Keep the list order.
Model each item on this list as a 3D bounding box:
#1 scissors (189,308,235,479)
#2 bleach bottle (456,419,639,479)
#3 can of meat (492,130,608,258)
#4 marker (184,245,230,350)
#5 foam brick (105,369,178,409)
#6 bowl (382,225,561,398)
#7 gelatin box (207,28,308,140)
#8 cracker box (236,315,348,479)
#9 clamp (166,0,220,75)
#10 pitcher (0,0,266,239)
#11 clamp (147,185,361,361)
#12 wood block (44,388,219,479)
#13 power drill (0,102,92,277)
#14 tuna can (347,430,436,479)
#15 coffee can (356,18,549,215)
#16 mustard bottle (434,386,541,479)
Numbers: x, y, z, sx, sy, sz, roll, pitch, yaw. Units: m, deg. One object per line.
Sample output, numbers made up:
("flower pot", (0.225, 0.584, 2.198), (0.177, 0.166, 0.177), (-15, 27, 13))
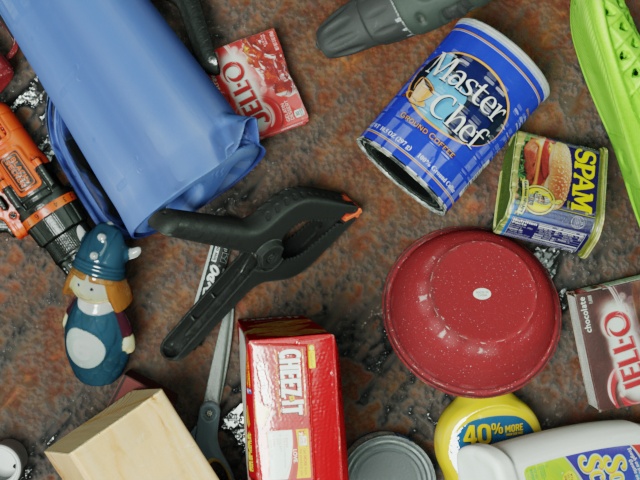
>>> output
("scissors", (-0.118, 0.163, 0.954), (0.096, 0.016, 0.202), (-4, 90, -4))
("bleach bottle", (0.241, 0.196, 0.924), (0.250, 0.068, 0.102), (-12, 94, -27))
("can of meat", (0.203, -0.043, 0.943), (0.084, 0.057, 0.102), (14, 58, -1))
("marker", (-0.099, 0.039, 0.954), (0.020, 0.020, 0.121), (16, 89, -4))
("foam brick", (-0.164, 0.159, 0.933), (0.051, 0.053, 0.078), (28, 89, -3))
("bowl", (0.136, 0.053, 0.926), (0.162, 0.055, 0.162), (1, 68, -3))
("gelatin box", (-0.060, -0.134, 0.953), (0.073, 0.030, 0.089), (-21, 91, -4))
("cracker box", (-0.026, 0.149, 0.862), (0.072, 0.214, 0.164), (-4, 90, -6))
("clamp", (-0.103, -0.237, 0.939), (0.120, 0.039, 0.171), (-38, 83, -19))
("pitcher", (-0.172, -0.126, 0.901), (0.149, 0.145, 0.243), (-34, 85, -11))
("clamp", (-0.056, 0.001, 0.905), (0.209, 0.164, 0.036), (-30, 53, -22))
("wood block", (-0.120, 0.230, 0.857), (0.090, 0.091, 0.206), (-34, 97, -26))
("power drill", (-0.299, 0.000, 0.925), (0.187, 0.057, 0.184), (-34, 92, -5))
("tuna can", (0.059, 0.215, 0.957), (0.086, 0.034, 0.086), (0, 90, -4))
("coffee can", (0.115, -0.107, 0.928), (0.103, 0.103, 0.140), (41, 87, -3))
("mustard bottle", (0.151, 0.194, 0.951), (0.096, 0.058, 0.191), (-4, 89, -8))
